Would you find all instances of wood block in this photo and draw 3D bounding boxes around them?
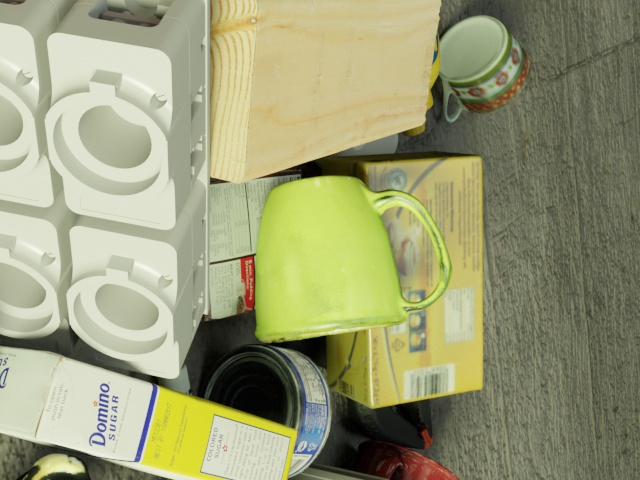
[{"bbox_3d":[-0.019,-0.100,0.587,0.205,0.091,0.090,-24,124,-57],"label":"wood block"}]

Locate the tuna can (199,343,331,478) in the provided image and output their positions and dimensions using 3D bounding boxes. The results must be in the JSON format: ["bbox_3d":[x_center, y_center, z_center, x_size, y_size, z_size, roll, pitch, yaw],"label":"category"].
[{"bbox_3d":[-0.037,0.109,0.683,0.033,0.086,0.086,19,76,-53],"label":"tuna can"}]

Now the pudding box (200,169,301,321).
[{"bbox_3d":[-0.055,0.001,0.695,0.113,0.039,0.090,-12,101,-57],"label":"pudding box"}]

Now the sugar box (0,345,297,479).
[{"bbox_3d":[-0.103,0.095,0.562,0.176,0.094,0.048,32,66,-46],"label":"sugar box"}]

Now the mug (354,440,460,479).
[{"bbox_3d":[0.054,0.207,0.818,0.081,0.093,0.117,-62,156,-26],"label":"mug"}]

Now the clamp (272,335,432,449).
[{"bbox_3d":[0.035,0.093,0.835,0.164,0.036,0.210,-46,124,-43],"label":"clamp"}]
